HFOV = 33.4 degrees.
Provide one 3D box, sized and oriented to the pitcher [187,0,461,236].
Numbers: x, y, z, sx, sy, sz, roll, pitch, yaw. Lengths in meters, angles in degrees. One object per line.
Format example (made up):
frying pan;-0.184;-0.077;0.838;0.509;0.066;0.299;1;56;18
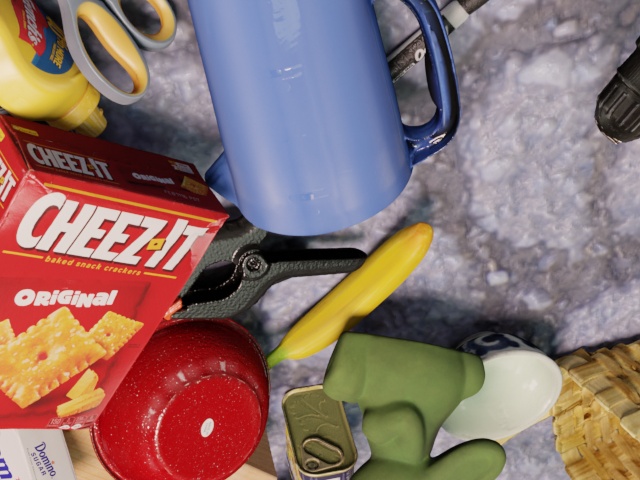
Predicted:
pitcher;-0.010;-0.135;0.704;0.149;0.145;0.243;-39;135;-28

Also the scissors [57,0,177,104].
scissors;-0.159;-0.184;0.684;0.016;0.096;0.201;-14;111;44

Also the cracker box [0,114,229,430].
cracker box;-0.185;0.034;0.728;0.163;0.072;0.214;12;121;-46

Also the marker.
marker;0.080;-0.150;0.785;0.121;0.020;0.020;-40;128;18

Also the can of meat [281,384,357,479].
can of meat;-0.002;0.202;1.004;0.057;0.102;0.084;-9;132;-9

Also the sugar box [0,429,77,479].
sugar box;-0.272;0.180;0.864;0.177;0.093;0.048;-12;-174;41

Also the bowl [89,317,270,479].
bowl;-0.100;0.142;0.858;0.161;0.055;0.162;-9;108;-29

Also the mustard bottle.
mustard bottle;-0.203;-0.131;0.672;0.058;0.096;0.191;-32;130;12

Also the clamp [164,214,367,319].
clamp;-0.056;0.001;0.841;0.171;0.039;0.120;-24;111;-10

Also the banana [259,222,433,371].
banana;0.031;0.048;0.909;0.037;0.069;0.198;46;113;0
